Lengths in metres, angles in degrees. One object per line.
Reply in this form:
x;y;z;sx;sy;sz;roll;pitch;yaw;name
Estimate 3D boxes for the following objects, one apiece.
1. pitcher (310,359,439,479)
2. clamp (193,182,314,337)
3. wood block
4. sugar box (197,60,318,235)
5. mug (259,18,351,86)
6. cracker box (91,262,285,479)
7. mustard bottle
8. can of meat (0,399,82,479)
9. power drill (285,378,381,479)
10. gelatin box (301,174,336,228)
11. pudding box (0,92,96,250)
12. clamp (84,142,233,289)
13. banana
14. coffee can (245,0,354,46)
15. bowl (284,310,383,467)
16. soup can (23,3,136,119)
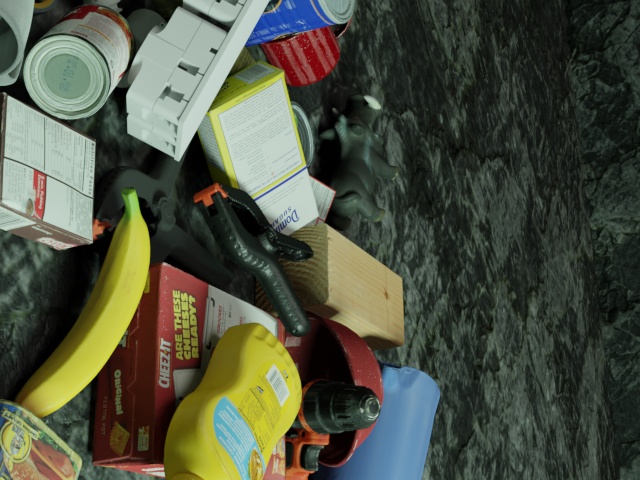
0.050;0.266;1.186;0.149;0.145;0.242;43;46;-35;pitcher
-0.057;0.001;1.033;0.171;0.039;0.120;55;19;-26;clamp
0.015;0.060;1.208;0.205;0.090;0.091;34;50;-57;wood block
-0.064;-0.079;1.064;0.093;0.048;0.176;-33;132;-25;sugar box
-0.017;-0.238;1.221;0.093;0.117;0.081;57;0;41;mug
-0.109;0.128;0.944;0.213;0.072;0.164;32;53;-57;cracker box
-0.076;0.156;0.849;0.096;0.058;0.191;66;29;-24;mustard bottle
-0.213;0.168;0.724;0.084;0.058;0.102;-80;150;-41;can of meat
-0.009;0.226;1.016;0.057;0.185;0.187;11;78;-33;power drill
-0.024;-0.036;1.200;0.089;0.030;0.073;27;81;-61;gelatin box
-0.218;-0.050;0.811;0.113;0.039;0.090;32;52;-61;pudding box
-0.150;-0.032;0.950;0.209;0.036;0.164;-2;78;-65;clamp
-0.177;0.057;0.828;0.069;0.037;0.197;46;58;-47;banana
-0.048;-0.264;1.124;0.102;0.140;0.103;33;53;-58;coffee can
0.017;0.147;1.096;0.055;0.162;0.162;-10;91;-30;bowl
-0.187;-0.141;0.839;0.102;0.068;0.068;-86;158;-65;soup can
